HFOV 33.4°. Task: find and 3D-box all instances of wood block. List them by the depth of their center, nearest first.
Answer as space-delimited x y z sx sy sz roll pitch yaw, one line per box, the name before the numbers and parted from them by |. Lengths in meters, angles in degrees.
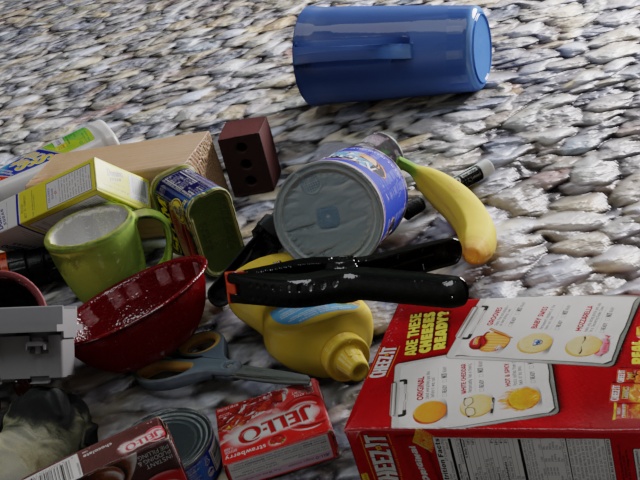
wood block | -0.224 -0.058 1.254 0.206 0.090 0.090 -7 30 18

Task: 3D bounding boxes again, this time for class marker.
marker | 0.133 -0.053 1.133 0.121 0.020 0.020 -28 30 -21

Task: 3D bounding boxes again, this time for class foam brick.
foam brick | -0.083 -0.101 1.269 0.053 0.078 0.051 -8 28 14

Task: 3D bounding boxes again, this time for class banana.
banana | 0.133 -0.024 1.045 0.069 0.037 0.198 6 26 -22

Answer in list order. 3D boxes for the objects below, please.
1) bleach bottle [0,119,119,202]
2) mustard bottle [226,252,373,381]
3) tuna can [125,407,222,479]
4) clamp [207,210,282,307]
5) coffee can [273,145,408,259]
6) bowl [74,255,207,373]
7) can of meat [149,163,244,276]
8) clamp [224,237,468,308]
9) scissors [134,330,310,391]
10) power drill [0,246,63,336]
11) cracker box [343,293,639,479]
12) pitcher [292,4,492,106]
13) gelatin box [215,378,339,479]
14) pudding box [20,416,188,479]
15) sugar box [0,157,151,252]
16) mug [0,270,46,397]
bleach bottle | -0.383 -0.075 1.398 0.250 0.068 0.103 -26 29 -13
mustard bottle | -0.008 0.072 0.941 0.096 0.058 0.192 -12 25 -22
tuna can | -0.122 0.173 0.847 0.086 0.034 0.086 -13 29 7
clamp | -0.057 0.001 1.091 0.120 0.039 0.171 -44 1 23
coffee can | 0.023 -0.033 1.022 0.103 0.103 0.140 -8 8 15
bowl | -0.167 0.076 0.998 0.162 0.055 0.162 -24 15 7
can of meat | -0.127 -0.020 1.125 0.057 0.102 0.084 -29 33 -23
clamp | 0.026 0.030 0.902 0.210 0.036 0.164 -4 10 14
scissors | -0.075 0.104 0.938 0.202 0.016 0.096 -8 23 31
power drill | -0.343 0.071 1.125 0.184 0.057 0.188 -16 26 -7
cracker box | 0.145 0.111 0.779 0.214 0.072 0.164 -4 29 23
pitcher | 0.089 -0.242 1.379 0.243 0.145 0.149 1 53 24
gelatin box | -0.035 0.151 0.845 0.089 0.030 0.073 -18 28 -2
pudding box | -0.149 0.191 0.772 0.113 0.090 0.039 -22 27 -10
sugar box | -0.283 -0.032 1.177 0.176 0.093 0.048 -18 67 26
mug | -0.289 0.092 0.990 0.093 0.117 0.081 -24 -11 -11
